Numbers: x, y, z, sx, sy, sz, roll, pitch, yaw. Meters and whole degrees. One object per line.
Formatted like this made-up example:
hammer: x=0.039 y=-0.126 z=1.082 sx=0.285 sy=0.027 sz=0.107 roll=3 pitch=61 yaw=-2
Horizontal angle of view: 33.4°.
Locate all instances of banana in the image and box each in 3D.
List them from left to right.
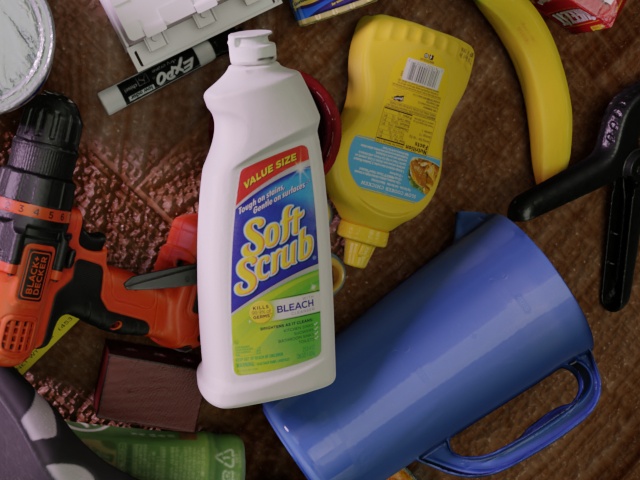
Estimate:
banana: x=0.166 y=-0.134 z=0.864 sx=0.069 sy=0.037 sz=0.197 roll=-35 pitch=110 yaw=-13

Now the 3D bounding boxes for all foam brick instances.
foam brick: x=-0.130 y=0.111 z=0.816 sx=0.078 sy=0.053 sz=0.051 roll=12 pitch=94 yaw=-16

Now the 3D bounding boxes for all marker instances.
marker: x=-0.111 y=-0.131 z=0.808 sx=0.121 sy=0.020 sz=0.020 roll=-29 pitch=103 yaw=-9

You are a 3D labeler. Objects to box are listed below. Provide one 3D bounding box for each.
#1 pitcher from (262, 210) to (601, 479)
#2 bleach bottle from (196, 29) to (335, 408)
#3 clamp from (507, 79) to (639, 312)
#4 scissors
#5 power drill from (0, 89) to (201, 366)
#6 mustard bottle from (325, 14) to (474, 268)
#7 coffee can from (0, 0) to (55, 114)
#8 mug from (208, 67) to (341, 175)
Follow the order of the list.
pitcher: x=0.085 y=0.105 z=0.828 sx=0.243 sy=0.149 sz=0.145 roll=-35 pitch=121 yaw=-4
bleach bottle: x=-0.045 y=-0.016 z=0.733 sx=0.102 sy=0.068 sz=0.251 roll=-10 pitch=109 yaw=-17
clamp: x=0.244 y=-0.061 z=0.881 sx=0.164 sy=0.036 sz=0.210 roll=29 pitch=87 yaw=-36
scissors: x=-0.055 y=0.001 z=0.799 sx=0.201 sy=0.016 sz=0.096 roll=12 pitch=82 yaw=-42
power drill: x=-0.150 y=0.002 z=0.753 sx=0.187 sy=0.057 sz=0.184 roll=13 pitch=94 yaw=-46
mustard bottle: x=0.052 y=-0.072 z=0.835 sx=0.096 sy=0.058 sz=0.191 roll=14 pitch=94 yaw=-27
coffee can: x=-0.230 y=-0.134 z=0.716 sx=0.102 sy=0.140 sz=0.103 roll=-2 pitch=97 yaw=-14
mug: x=-0.041 y=-0.094 z=0.798 sx=0.093 sy=0.081 sz=0.117 roll=-13 pitch=100 yaw=-12
